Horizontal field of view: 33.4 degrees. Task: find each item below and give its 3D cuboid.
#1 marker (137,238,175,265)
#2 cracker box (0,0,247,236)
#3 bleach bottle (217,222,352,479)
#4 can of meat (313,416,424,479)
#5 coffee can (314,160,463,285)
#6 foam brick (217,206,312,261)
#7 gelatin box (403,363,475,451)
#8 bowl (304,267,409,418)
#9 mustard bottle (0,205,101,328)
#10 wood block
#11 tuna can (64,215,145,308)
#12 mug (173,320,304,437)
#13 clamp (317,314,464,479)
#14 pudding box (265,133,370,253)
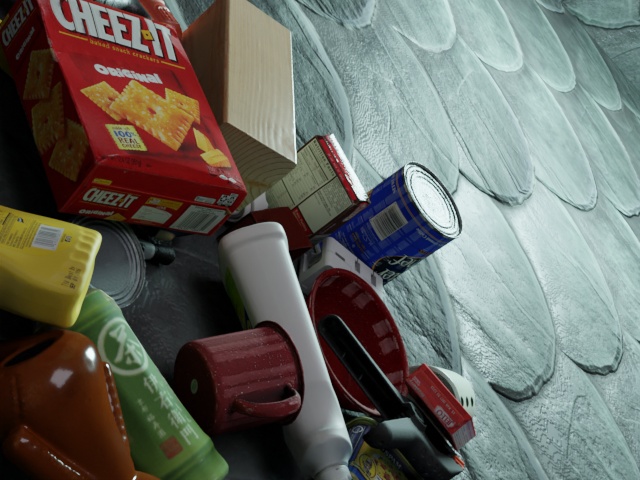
[{"bbox_3d":[-0.177,0.003,0.957,0.120,0.020,0.020,18,46,-47],"label":"marker"},{"bbox_3d":[-0.172,-0.114,0.932,0.163,0.072,0.214,10,46,-46],"label":"cracker box"},{"bbox_3d":[-0.026,0.112,0.971,0.102,0.068,0.251,92,-21,-58],"label":"bleach bottle"},{"bbox_3d":[0.045,0.233,1.007,0.102,0.058,0.083,50,31,-8],"label":"can of meat"},{"bbox_3d":[0.077,-0.011,1.223,0.102,0.140,0.103,36,34,-29],"label":"coffee can"},{"bbox_3d":[-0.057,0.001,1.105,0.078,0.051,0.053,-10,67,-59],"label":"foam brick"},{"bbox_3d":[0.120,0.168,1.067,0.073,0.030,0.089,50,-5,23],"label":"gelatin box"},{"bbox_3d":[0.023,0.112,1.091,0.162,0.055,0.162,35,40,-37],"label":"bowl"},{"bbox_3d":[-0.257,0.002,0.752,0.191,0.058,0.096,17,28,-9],"label":"mustard bottle"},{"bbox_3d":[-0.088,-0.145,1.083,0.090,0.090,0.206,30,39,-33],"label":"wood block"},{"bbox_3d":[-0.188,0.019,0.887,0.086,0.034,0.086,26,55,-44],"label":"tuna can"},{"bbox_3d":[-0.065,0.123,0.896,0.081,0.093,0.117,-8,21,-34],"label":"mug"},{"bbox_3d":[0.072,0.165,1.013,0.209,0.036,0.165,44,14,-43],"label":"clamp"},{"bbox_3d":[-0.011,-0.049,1.162,0.039,0.114,0.090,-7,65,-54],"label":"pudding box"}]
